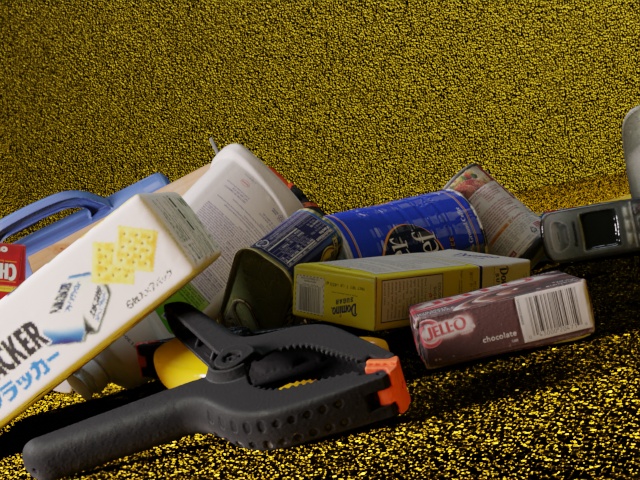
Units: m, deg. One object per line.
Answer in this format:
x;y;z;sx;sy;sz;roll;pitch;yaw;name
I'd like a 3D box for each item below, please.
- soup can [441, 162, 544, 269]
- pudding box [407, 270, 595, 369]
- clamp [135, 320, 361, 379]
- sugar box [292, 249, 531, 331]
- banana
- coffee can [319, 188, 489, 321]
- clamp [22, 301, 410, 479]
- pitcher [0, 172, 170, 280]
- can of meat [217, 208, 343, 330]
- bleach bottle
0.164;-0.016;1.014;0.068;0.102;0.068;-39;-21;-19;soup can
0.117;0.051;0.711;0.113;0.039;0.090;-11;3;2;pudding box
-0.054;0.082;0.807;0.172;0.039;0.120;-2;0;27;clamp
0.074;0.036;0.830;0.175;0.048;0.094;-1;6;-41;sugar box
-0.048;0.079;0.687;0.198;0.037;0.069;1;39;43;banana
0.064;0.016;0.956;0.140;0.103;0.103;-13;3;-25;coffee can
-0.046;0.076;0.609;0.210;0.036;0.164;-8;26;23;clamp
-0.277;0.011;1.304;0.242;0.145;0.149;-30;-6;-6;pitcher
-0.031;0.033;0.876;0.057;0.102;0.083;33;42;16;can of meat
-0.123;0.030;0.896;0.250;0.102;0.068;-47;1;-32;bleach bottle
